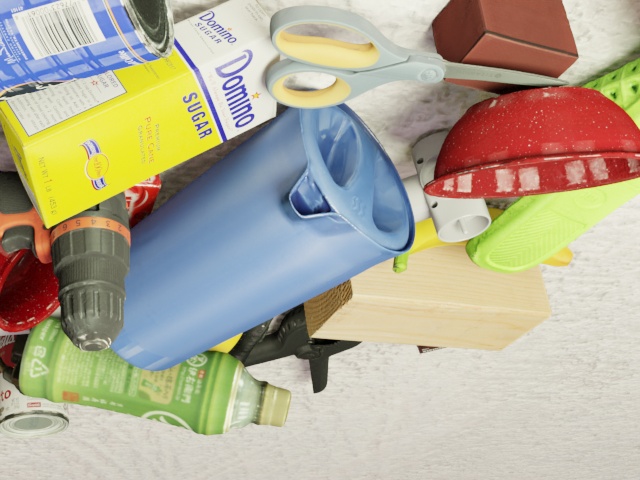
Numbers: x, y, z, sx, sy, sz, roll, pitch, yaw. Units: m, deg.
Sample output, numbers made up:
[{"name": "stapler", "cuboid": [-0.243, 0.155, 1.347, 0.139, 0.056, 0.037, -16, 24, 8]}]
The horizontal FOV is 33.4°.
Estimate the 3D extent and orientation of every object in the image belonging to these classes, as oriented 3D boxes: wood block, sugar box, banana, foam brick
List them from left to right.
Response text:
[{"name": "sugar box", "cuboid": [-0.109, -0.082, 0.677, 0.176, 0.048, 0.093, -26, 156, -18]}, {"name": "wood block", "cuboid": [0.093, 0.039, 0.973, 0.205, 0.091, 0.090, 6, 148, -26]}, {"name": "banana", "cuboid": [0.132, -0.002, 0.935, 0.197, 0.069, 0.037, -3, 152, -29]}, {"name": "foam brick", "cuboid": [0.122, -0.134, 0.713, 0.078, 0.051, 0.053, 8, 148, -27]}]

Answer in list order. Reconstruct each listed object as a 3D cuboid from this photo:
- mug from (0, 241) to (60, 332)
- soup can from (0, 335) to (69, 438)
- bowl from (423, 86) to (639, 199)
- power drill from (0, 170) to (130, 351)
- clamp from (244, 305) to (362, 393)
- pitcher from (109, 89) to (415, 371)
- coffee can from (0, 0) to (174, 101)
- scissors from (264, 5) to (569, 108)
[{"name": "mug", "cuboid": [-0.246, 0.015, 0.800, 0.117, 0.082, 0.093, -40, 153, -41]}, {"name": "soup can", "cuboid": [-0.276, 0.131, 1.024, 0.068, 0.102, 0.068, -7, 151, -4]}, {"name": "bowl", "cuboid": [0.148, -0.067, 0.728, 0.162, 0.055, 0.162, -5, 175, -1]}, {"name": "power drill", "cuboid": [-0.221, 0.003, 0.725, 0.187, 0.184, 0.057, -10, 147, 3]}, {"name": "clamp", "cuboid": [-0.008, 0.110, 1.127, 0.164, 0.036, 0.210, 18, 141, -39]}, {"name": "pitcher", "cuboid": [-0.055, 0.001, 0.812, 0.243, 0.145, 0.149, -31, 137, 26]}, {"name": "coffee can", "cuboid": [-0.164, -0.132, 0.583, 0.140, 0.103, 0.102, -14, 151, 8]}, {"name": "scissors", "cuboid": [0.052, -0.102, 0.687, 0.201, 0.016, 0.096, 13, 147, -26]}]
